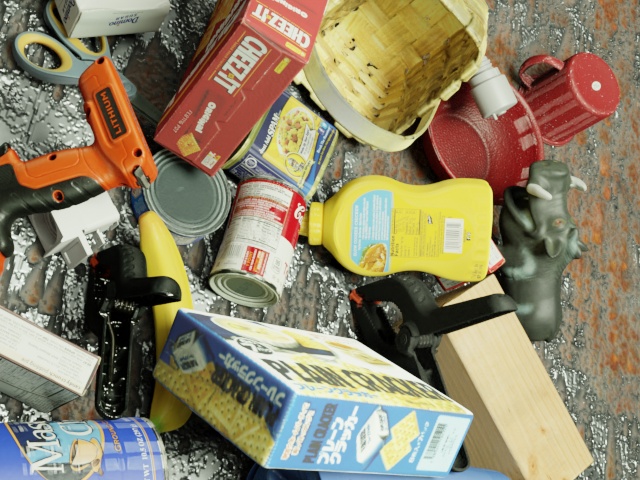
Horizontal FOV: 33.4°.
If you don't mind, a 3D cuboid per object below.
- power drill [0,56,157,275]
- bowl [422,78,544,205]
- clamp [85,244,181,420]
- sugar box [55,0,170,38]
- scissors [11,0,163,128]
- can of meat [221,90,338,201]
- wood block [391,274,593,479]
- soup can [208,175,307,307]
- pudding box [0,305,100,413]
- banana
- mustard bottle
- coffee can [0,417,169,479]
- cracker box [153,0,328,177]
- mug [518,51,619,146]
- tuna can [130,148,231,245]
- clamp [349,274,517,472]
[{"bbox_3d":[-0.237,-0.074,0.841,0.187,0.057,0.184,-24,79,-3],"label":"power drill"},{"bbox_3d":[0.165,-0.106,1.155,0.161,0.055,0.162,12,67,-29],"label":"bowl"},{"bbox_3d":[-0.152,0.046,0.840,0.039,0.120,0.171,25,22,-32],"label":"clamp"},{"bbox_3d":[-0.210,-0.271,0.969,0.093,0.048,0.176,-14,70,-36],"label":"sugar box"},{"bbox_3d":[-0.192,-0.130,0.940,0.096,0.016,0.202,-31,80,-34],"label":"scissors"},{"bbox_3d":[-0.038,-0.089,1.019,0.084,0.058,0.102,35,57,-19],"label":"can of meat"},{"bbox_3d":[0.164,0.150,1.039,0.090,0.091,0.206,-27,88,-37],"label":"wood block"},{"bbox_3d":[-0.056,0.001,0.967,0.068,0.069,0.102,27,61,-22],"label":"soup can"},{"bbox_3d":[-0.234,0.087,0.809,0.113,0.090,0.039,30,60,-20],"label":"pudding box"},{"bbox_3d":[-0.128,0.075,0.901,0.037,0.069,0.198,-9,71,11],"label":"banana"},{"bbox_3d":[0.065,-0.013,1.019,0.191,0.058,0.096,2,106,2],"label":"mustard bottle"},{"bbox_3d":[-0.197,0.184,0.789,0.140,0.103,0.103,4,71,-32],"label":"coffee can"},{"bbox_3d":[-0.059,-0.186,0.945,0.072,0.164,0.213,31,44,-15],"label":"cracker box"},{"bbox_3d":[0.283,-0.174,1.238,0.117,0.082,0.093,39,57,-15],"label":"mug"},{"bbox_3d":[-0.126,-0.039,0.959,0.086,0.034,0.086,11,67,-29],"label":"tuna can"},{"bbox_3d":[0.095,0.082,0.962,0.036,0.165,0.210,4,27,-33],"label":"clamp"}]
